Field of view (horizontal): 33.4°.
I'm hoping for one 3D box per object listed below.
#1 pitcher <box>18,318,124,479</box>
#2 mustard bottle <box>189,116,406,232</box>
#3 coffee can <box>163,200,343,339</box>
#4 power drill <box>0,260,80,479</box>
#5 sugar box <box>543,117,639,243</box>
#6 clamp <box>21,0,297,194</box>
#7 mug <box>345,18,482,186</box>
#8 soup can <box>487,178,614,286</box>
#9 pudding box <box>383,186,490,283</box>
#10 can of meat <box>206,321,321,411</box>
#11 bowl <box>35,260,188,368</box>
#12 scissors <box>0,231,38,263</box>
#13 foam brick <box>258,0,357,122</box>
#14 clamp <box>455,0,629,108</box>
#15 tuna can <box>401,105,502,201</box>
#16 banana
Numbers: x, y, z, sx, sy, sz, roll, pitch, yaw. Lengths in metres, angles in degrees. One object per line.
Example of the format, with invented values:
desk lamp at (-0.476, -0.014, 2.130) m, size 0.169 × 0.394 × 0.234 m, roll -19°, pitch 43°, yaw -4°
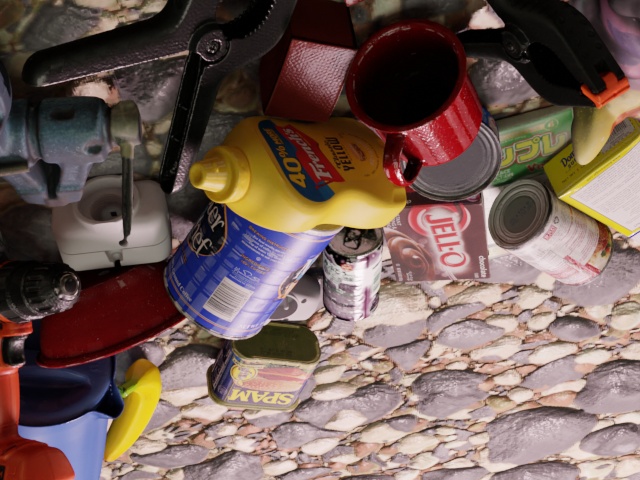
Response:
pitcher at (-0.285, 0.177, 1.084) m, size 0.144 × 0.149 × 0.243 m, roll -12°, pitch 147°, yaw -20°
mustard bottle at (-0.022, -0.051, 0.812) m, size 0.191 × 0.096 × 0.058 m, roll -5°, pitch 149°, yaw -47°
coffee can at (-0.056, 0.001, 0.903) m, size 0.102 × 0.103 × 0.140 m, roll 18°, pitch 127°, yaw -29°
power drill at (-0.250, 0.110, 0.884) m, size 0.057 × 0.187 × 0.185 m, roll -4°, pitch 178°, yaw -45°
sugar box at (0.290, -0.050, 0.953) m, size 0.175 × 0.048 × 0.093 m, roll 22°, pitch 129°, yaw -40°
clamp at (-0.090, -0.140, 0.725) m, size 0.210 × 0.036 × 0.164 m, roll -49°, pitch 141°, yaw 8°
mug at (0.073, -0.096, 0.809) m, size 0.093 × 0.117 × 0.081 m, roll 6°, pitch 163°, yaw 25°
soup can at (0.206, -0.006, 0.957) m, size 0.102 × 0.068 × 0.069 m, roll 26°, pitch 130°, yaw -38°
pudding box at (0.106, -0.009, 0.972) m, size 0.090 × 0.039 × 0.113 m, roll -3°, pitch 143°, yaw 13°
can of meat at (-0.058, 0.129, 1.109) m, size 0.102 × 0.057 × 0.084 m, roll 8°, pitch 135°, yaw -20°
bowl at (-0.186, 0.054, 0.951) m, size 0.162 × 0.162 × 0.055 m, roll -17°, pitch 103°, yaw 10°
scissors at (-0.291, 0.006, 0.900) m, size 0.096 × 0.016 × 0.202 m, roll 1°, pitch 161°, yaw 5°
foam brick at (-0.011, -0.135, 0.799) m, size 0.053 × 0.051 × 0.078 m, roll 6°, pitch 139°, yaw -19°
clamp at (0.140, -0.152, 0.736) m, size 0.039 × 0.172 × 0.120 m, roll -39°, pitch 137°, yaw -14°
tuna can at (0.107, -0.077, 0.888) m, size 0.086 × 0.033 × 0.086 m, roll 3°, pitch 128°, yaw 3°
banana at (-0.202, 0.174, 1.136) m, size 0.069 × 0.037 × 0.198 m, roll -36°, pitch 162°, yaw -31°
